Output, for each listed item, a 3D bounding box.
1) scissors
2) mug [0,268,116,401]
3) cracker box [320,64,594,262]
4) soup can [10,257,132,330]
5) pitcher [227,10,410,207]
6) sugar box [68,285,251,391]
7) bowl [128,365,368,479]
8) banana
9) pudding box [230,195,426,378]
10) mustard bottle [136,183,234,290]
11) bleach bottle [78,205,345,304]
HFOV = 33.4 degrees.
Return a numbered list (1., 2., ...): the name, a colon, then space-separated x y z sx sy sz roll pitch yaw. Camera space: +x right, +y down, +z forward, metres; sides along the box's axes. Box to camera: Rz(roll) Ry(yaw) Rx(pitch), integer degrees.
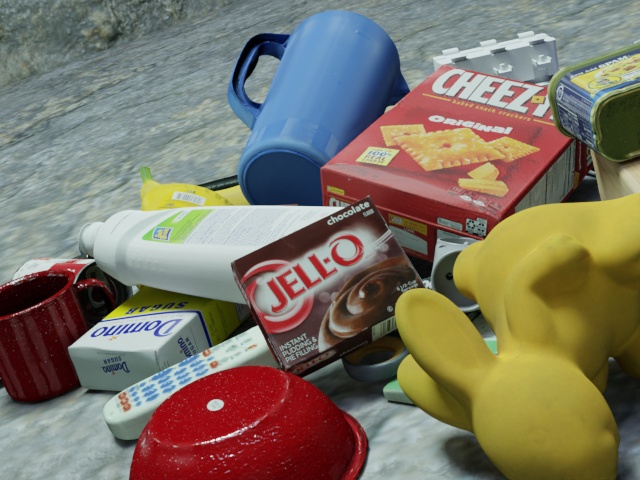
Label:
1. scissors: 0.009 0.076 0.787 0.202 0.016 0.096 -10 21 37
2. mug: -0.225 0.075 0.892 0.117 0.081 0.093 -27 22 -25
3. cracker box: 0.125 -0.068 0.915 0.164 0.072 0.213 18 42 29
4. soup can: -0.231 0.050 0.984 0.102 0.068 0.068 1 26 41
5. pitcher: -0.012 -0.129 1.111 0.149 0.145 0.242 -14 33 28
6. sugar box: -0.118 0.062 0.893 0.093 0.048 0.176 -2 23 31
7. bowl: -0.055 0.124 0.666 0.162 0.055 0.162 -15 20 5
8. banana: -0.122 -0.048 1.165 0.198 0.069 0.037 4 -9 22
9. pudding box: 0.007 0.033 0.740 0.113 0.039 0.090 -25 66 -10
10. mustard bottle: -0.144 0.004 1.038 0.096 0.058 0.191 14 24 0
11. bleach bottle: -0.084 0.006 0.870 0.251 0.068 0.102 6 29 26
